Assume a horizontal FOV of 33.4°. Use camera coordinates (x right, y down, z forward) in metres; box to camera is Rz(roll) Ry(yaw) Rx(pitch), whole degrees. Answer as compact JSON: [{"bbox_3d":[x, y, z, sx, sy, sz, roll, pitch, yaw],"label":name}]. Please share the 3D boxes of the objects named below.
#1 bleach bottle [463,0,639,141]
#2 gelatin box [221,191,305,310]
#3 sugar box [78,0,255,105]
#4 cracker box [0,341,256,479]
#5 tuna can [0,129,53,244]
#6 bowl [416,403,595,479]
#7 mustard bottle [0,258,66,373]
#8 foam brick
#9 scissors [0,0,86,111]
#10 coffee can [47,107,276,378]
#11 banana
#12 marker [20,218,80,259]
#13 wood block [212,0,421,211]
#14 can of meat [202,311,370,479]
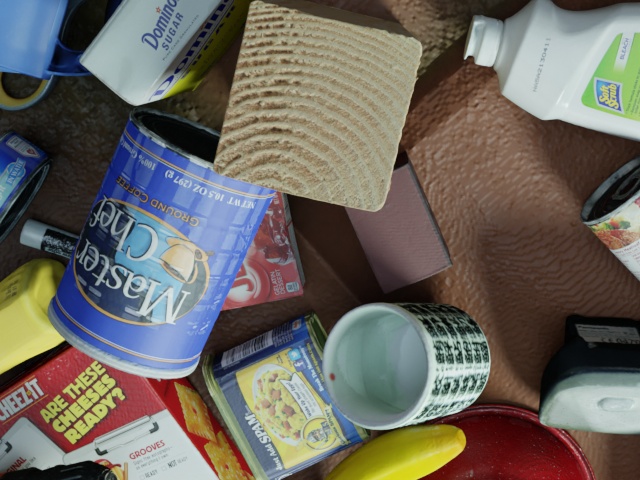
[{"bbox_3d":[0.220,-0.113,0.685,0.251,0.068,0.102,12,103,2],"label":"bleach bottle"},{"bbox_3d":[-0.055,0.001,0.738,0.073,0.030,0.089,-11,102,6],"label":"gelatin box"},{"bbox_3d":[-0.078,-0.131,0.634,0.048,0.176,0.093,39,101,-7],"label":"sugar box"},{"bbox_3d":[-0.145,0.177,0.762,0.164,0.072,0.213,-33,99,10],"label":"cracker box"},{"bbox_3d":[-0.215,-0.030,0.710,0.033,0.086,0.086,34,102,-7],"label":"tuna can"},{"bbox_3d":[0.123,0.202,0.765,0.162,0.055,0.162,1,103,3],"label":"bowl"},{"bbox_3d":[-0.257,0.085,0.732,0.192,0.096,0.058,-31,101,9],"label":"mustard bottle"},{"bbox_3d":[0.051,-0.012,0.719,0.051,0.053,0.078,-23,102,7],"label":"foam brick"},{"bbox_3d":[-0.158,-0.150,0.714,0.202,0.016,0.096,-15,100,7],"label":"scissors"},{"bbox_3d":[-0.098,0.001,0.673,0.103,0.103,0.140,25,104,-4],"label":"coffee can"},{"bbox_3d":[0.031,0.185,0.754,0.069,0.037,0.198,22,125,-6],"label":"banana"},{"bbox_3d":[-0.150,0.013,0.751,0.121,0.020,0.020,19,103,-2],"label":"marker"},{"bbox_3d":[0.002,-0.088,0.625,0.090,0.206,0.091,13,103,-1],"label":"wood block"},{"bbox_3d":[-0.022,0.111,0.749,0.084,0.057,0.102,-25,101,5],"label":"can of meat"}]
